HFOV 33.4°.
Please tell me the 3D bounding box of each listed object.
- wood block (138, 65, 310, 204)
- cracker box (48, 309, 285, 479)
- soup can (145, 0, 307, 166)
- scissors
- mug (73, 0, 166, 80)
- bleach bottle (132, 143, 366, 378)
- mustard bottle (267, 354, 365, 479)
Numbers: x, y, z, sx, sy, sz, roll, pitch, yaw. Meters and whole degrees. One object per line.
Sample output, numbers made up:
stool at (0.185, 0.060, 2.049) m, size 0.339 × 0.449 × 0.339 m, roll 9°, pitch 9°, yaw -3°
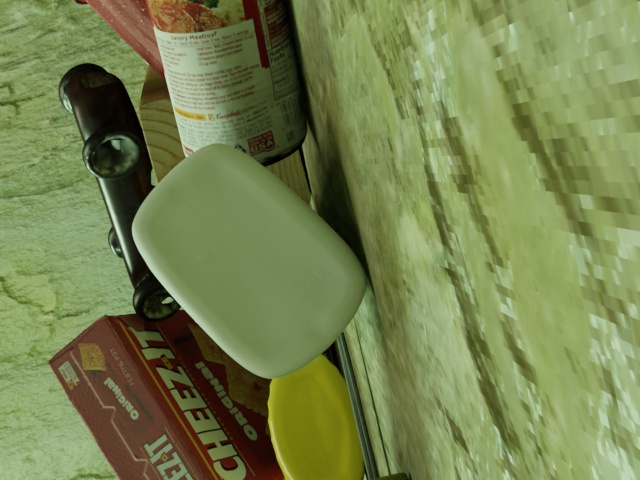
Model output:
wood block at (-0.071, -0.080, 0.750) m, size 0.206 × 0.091 × 0.090 m, roll -114°, pitch 9°, yaw -72°
cracker box at (-0.088, 0.134, 0.835) m, size 0.164 × 0.072 × 0.213 m, roll 54°, pitch -163°, yaw 15°
soup can at (-0.047, -0.094, 0.539) m, size 0.068 × 0.068 × 0.102 m, roll -109°, pitch 7°, yaw -60°
scissors at (0.034, 0.155, 0.581) m, size 0.096 × 0.016 × 0.202 m, roll 90°, pitch 167°, yaw -73°
mug at (-0.084, -0.159, 0.651) m, size 0.081 × 0.117 × 0.093 m, roll 45°, pitch -155°, yaw 0°
bleach bottle at (-0.025, 0.016, 0.559) m, size 0.102 × 0.068 × 0.251 m, roll 45°, pitch 179°, yaw 6°
mustard bottle at (0.000, 0.149, 0.740) m, size 0.191 × 0.058 × 0.096 m, roll 87°, pitch 167°, yaw -68°
